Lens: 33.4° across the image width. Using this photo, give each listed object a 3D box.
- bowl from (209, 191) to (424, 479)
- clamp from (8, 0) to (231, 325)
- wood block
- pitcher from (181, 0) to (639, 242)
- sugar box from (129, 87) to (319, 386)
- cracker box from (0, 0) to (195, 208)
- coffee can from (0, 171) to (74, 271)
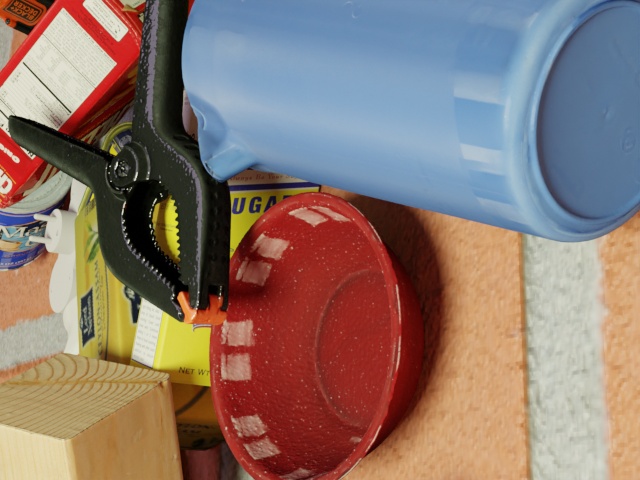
[{"bbox_3d":[0.006,0.057,0.585,0.162,0.055,0.162,-13,73,48],"label":"bowl"},{"bbox_3d":[-0.098,-0.049,0.615,0.165,0.036,0.210,-46,61,25],"label":"clamp"},{"bbox_3d":[-0.136,0.182,0.626,0.091,0.090,0.206,6,110,32],"label":"wood block"},{"bbox_3d":[0.052,-0.086,0.513,0.243,0.144,0.149,22,114,52],"label":"pitcher"},{"bbox_3d":[-0.054,0.001,0.661,0.048,0.093,0.176,13,93,56],"label":"sugar box"},{"bbox_3d":[-0.158,-0.132,0.780,0.214,0.072,0.164,-38,8,39],"label":"cracker box"},{"bbox_3d":[-0.287,-0.044,0.979,0.140,0.102,0.103,133,136,-57],"label":"coffee can"}]
